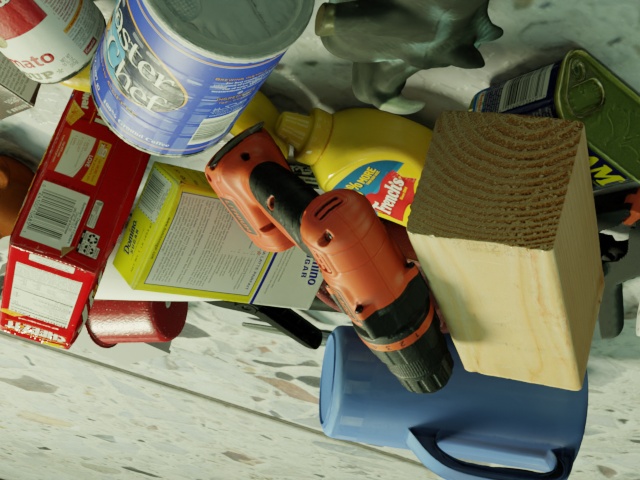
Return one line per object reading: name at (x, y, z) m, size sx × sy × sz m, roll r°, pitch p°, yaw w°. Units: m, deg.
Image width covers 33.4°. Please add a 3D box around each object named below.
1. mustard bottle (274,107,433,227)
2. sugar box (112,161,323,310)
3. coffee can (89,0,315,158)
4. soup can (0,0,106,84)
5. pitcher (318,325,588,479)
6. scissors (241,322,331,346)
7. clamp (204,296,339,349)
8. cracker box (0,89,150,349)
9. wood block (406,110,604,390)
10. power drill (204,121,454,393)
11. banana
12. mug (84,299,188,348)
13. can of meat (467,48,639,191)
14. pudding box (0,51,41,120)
mustard bottle at (0.056, -0.051, 0.785) m, size 0.191 × 0.058 × 0.096 m, roll 22°, pitch 153°, yaw -17°
sugar box at (-0.066, 0.000, 0.844) m, size 0.175 × 0.093 × 0.048 m, roll 10°, pitch -157°, yaw -43°
coffee can at (-0.075, -0.123, 0.641) m, size 0.102 × 0.102 × 0.140 m, roll 20°, pitch 155°, yaw -15°
soup can at (-0.190, -0.154, 0.675) m, size 0.069 × 0.068 × 0.102 m, roll 1°, pitch 154°, yaw 26°
pitcher at (0.125, 0.154, 1.021) m, size 0.242 × 0.145 × 0.149 m, roll 7°, pitch 177°, yaw -6°
scissors at (0.017, 0.122, 1.228) m, size 0.202 × 0.016 × 0.096 m, roll 3°, pitch 154°, yaw 21°
clamp at (-0.068, 0.059, 1.110) m, size 0.210 × 0.036 × 0.165 m, roll 17°, pitch 155°, yaw -3°
cracker box at (-0.190, -0.021, 0.845) m, size 0.072 × 0.164 × 0.214 m, roll 21°, pitch 155°, yaw -10°
wood block at (0.129, 0.013, 0.703) m, size 0.090 × 0.090 × 0.206 m, roll 8°, pitch 154°, yaw 22°
power drill at (0.007, 0.009, 0.727) m, size 0.188 × 0.057 × 0.184 m, roll 38°, pitch 164°, yaw 47°
banana at (-0.089, -0.096, 0.759) m, size 0.197 × 0.037 × 0.070 m, roll 28°, pitch 108°, yaw -33°
mug at (-0.189, 0.067, 1.141) m, size 0.082 × 0.093 × 0.117 m, roll -3°, pitch -179°, yaw 23°
can of meat at (0.157, -0.070, 0.695) m, size 0.102 × 0.057 × 0.084 m, roll 30°, pitch 154°, yaw -31°
pudding box at (-0.276, -0.127, 0.811) m, size 0.114 × 0.039 × 0.090 m, roll -12°, pitch 145°, yaw 43°
